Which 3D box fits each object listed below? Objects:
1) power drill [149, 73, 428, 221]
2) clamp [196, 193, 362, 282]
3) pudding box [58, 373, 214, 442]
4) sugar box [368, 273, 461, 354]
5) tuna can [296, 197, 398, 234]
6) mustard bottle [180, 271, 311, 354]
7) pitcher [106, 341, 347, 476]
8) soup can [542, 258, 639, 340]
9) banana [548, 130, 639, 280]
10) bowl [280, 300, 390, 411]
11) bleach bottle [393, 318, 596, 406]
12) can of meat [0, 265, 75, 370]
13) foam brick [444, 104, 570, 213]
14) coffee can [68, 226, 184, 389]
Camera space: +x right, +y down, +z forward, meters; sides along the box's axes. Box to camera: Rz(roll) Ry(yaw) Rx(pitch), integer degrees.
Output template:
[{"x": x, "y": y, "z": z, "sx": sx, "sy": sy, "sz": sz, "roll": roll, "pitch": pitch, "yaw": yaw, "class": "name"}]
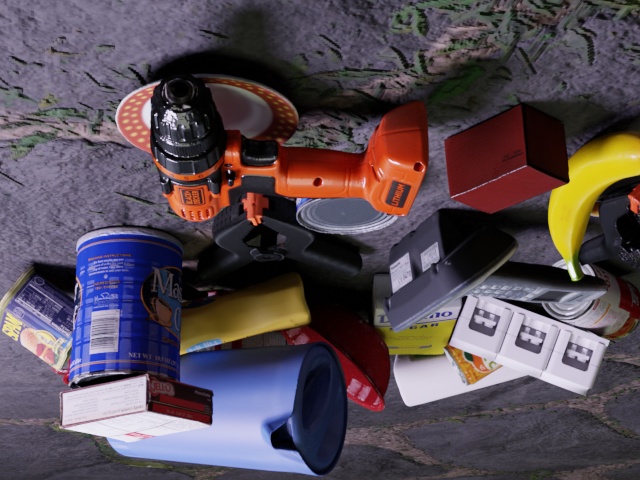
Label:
[{"x": -0.023, "y": -0.063, "z": 0.738, "sx": 0.187, "sy": 0.057, "sz": 0.184, "roll": 1, "pitch": 163, "yaw": -3, "class": "power drill"}, {"x": -0.056, "y": 0.001, "z": 0.982, "sx": 0.164, "sy": 0.036, "sz": 0.210, "roll": -6, "pitch": 162, "yaw": 10, "class": "clamp"}, {"x": -0.168, "y": 0.154, "z": 0.976, "sx": 0.114, "sy": 0.039, "sz": 0.089, "roll": -17, "pitch": 154, "yaw": 30, "class": "pudding box"}, {"x": 0.102, "y": 0.085, "z": 1.197, "sx": 0.093, "sy": 0.048, "sz": 0.176, "roll": -2, "pitch": 160, "yaw": 0, "class": "sugar box"}, {"x": 0.022, "y": -0.036, "z": 0.895, "sx": 0.086, "sy": 0.034, "sz": 0.086, "roll": -1, "pitch": 159, "yaw": -1, "class": "tuna can"}, {"x": -0.108, "y": 0.081, "z": 1.097, "sx": 0.191, "sy": 0.058, "sz": 0.096, "roll": -14, "pitch": 180, "yaw": -3, "class": "mustard bottle"}, {"x": -0.097, "y": 0.171, "z": 1.119, "sx": 0.243, "sy": 0.145, "sz": 0.149, "roll": -3, "pitch": 149, "yaw": 24, "class": "pitcher"}, {"x": 0.283, "y": 0.061, "z": 1.114, "sx": 0.069, "sy": 0.068, "sz": 0.102, "roll": -19, "pitch": 152, "yaw": 38, "class": "soup can"}, {"x": 0.222, "y": -0.041, "z": 0.855, "sx": 0.037, "sy": 0.070, "sz": 0.198, "roll": -33, "pitch": 160, "yaw": -21, "class": "banana"}, {"x": 0.025, "y": 0.118, "z": 1.200, "sx": 0.162, "sy": 0.055, "sz": 0.162, "roll": 38, "pitch": 163, "yaw": 14, "class": "bowl"}, {"x": 0.219, "y": 0.135, "z": 1.291, "sx": 0.251, "sy": 0.068, "sz": 0.102, "roll": -16, "pitch": -167, "yaw": 19, "class": "bleach bottle"}, {"x": -0.285, "y": 0.083, "z": 1.103, "sx": 0.084, "sy": 0.057, "sz": 0.102, "roll": 36, "pitch": 151, "yaw": -4, "class": "can of meat"}, {"x": 0.141, "y": -0.060, "z": 0.813, "sx": 0.051, "sy": 0.053, "sz": 0.078, "roll": 17, "pitch": 153, "yaw": -39, "class": "foam brick"}, {"x": -0.182, "y": 0.070, "z": 1.009, "sx": 0.103, "sy": 0.140, "sz": 0.103, "roll": -1, "pitch": 159, "yaw": -1, "class": "coffee can"}]
